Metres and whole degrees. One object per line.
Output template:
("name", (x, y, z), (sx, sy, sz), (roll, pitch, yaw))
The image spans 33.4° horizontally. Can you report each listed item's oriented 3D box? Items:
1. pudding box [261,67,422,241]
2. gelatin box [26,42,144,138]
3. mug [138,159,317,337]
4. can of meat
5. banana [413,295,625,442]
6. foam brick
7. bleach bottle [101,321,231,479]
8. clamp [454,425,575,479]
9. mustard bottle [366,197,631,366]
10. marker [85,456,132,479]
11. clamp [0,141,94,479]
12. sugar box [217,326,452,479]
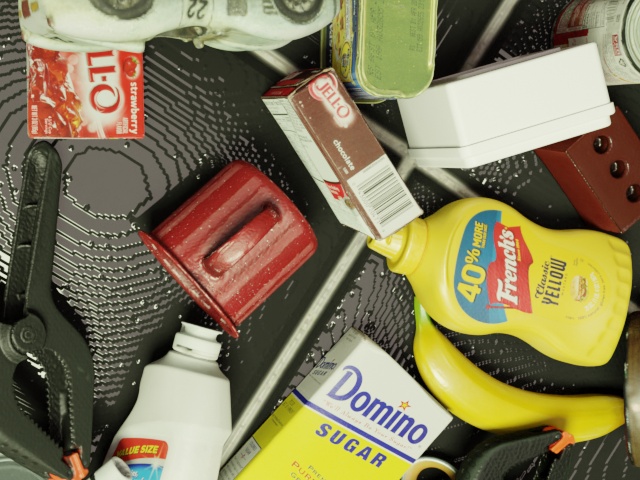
("pudding box", (0.012, -0.058, 0.700), (0.039, 0.090, 0.113), (-33, 104, -7))
("gelatin box", (-0.151, -0.110, 0.682), (0.073, 0.030, 0.089), (-1, 97, -14))
("mug", (-0.054, 0.001, 0.680), (0.081, 0.117, 0.093), (-43, 93, -11))
("can of meat", (0.038, -0.141, 0.699), (0.057, 0.084, 0.102), (0, 97, -15))
("banana", (0.142, 0.111, 0.781), (0.197, 0.037, 0.069), (28, 90, -16))
("foam brick", (0.202, -0.053, 0.769), (0.053, 0.051, 0.078), (-40, 104, -7))
("bleach bottle", (-0.116, 0.176, 0.702), (0.068, 0.103, 0.251), (19, 84, -42))
("clamp", (0.106, 0.191, 0.747), (0.120, 0.039, 0.171), (37, 82, -15))
("mustard bottle", (0.123, 0.022, 0.754), (0.191, 0.058, 0.096), (16, 81, -15))
("marker", (-0.169, 0.180, 0.671), (0.121, 0.020, 0.020), (-39, 105, 7))
("clamp", (-0.197, 0.057, 0.645), (0.164, 0.036, 0.210), (-25, 104, -50))
("sugar box", (0.000, 0.156, 0.747), (0.093, 0.048, 0.176), (44, 86, -15))
